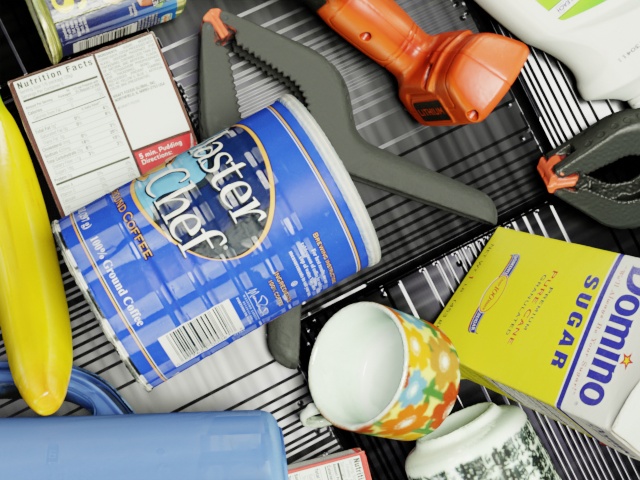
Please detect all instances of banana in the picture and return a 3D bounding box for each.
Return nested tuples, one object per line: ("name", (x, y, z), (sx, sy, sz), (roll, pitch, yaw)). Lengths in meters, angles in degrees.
("banana", (-0.167, 0.006, 0.585), (0.037, 0.069, 0.198), (-18, 72, -2))

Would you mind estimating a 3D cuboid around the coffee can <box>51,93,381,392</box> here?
("coffee can", (-0.054, 0.001, 0.562), (0.140, 0.103, 0.103), (-29, 91, -6))

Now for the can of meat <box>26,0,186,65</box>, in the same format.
("can of meat", (-0.135, -0.165, 0.619), (0.083, 0.057, 0.102), (-22, 90, -13))

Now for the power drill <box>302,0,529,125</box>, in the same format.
("power drill", (0.022, -0.140, 0.587), (0.187, 0.184, 0.057), (37, 88, -14))

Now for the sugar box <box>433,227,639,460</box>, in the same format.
("sugar box", (0.136, 0.050, 0.584), (0.048, 0.176, 0.093), (37, 81, -23))

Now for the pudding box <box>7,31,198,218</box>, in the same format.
("pudding box", (-0.119, -0.054, 0.622), (0.090, 0.039, 0.113), (-21, 87, -10))

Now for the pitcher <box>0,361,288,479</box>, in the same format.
("pitcher", (-0.138, 0.141, 0.550), (0.242, 0.145, 0.149), (-4, 93, -5))

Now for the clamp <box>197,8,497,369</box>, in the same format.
("clamp", (0.001, -0.051, 0.641), (0.164, 0.036, 0.210), (-28, 93, -11))
